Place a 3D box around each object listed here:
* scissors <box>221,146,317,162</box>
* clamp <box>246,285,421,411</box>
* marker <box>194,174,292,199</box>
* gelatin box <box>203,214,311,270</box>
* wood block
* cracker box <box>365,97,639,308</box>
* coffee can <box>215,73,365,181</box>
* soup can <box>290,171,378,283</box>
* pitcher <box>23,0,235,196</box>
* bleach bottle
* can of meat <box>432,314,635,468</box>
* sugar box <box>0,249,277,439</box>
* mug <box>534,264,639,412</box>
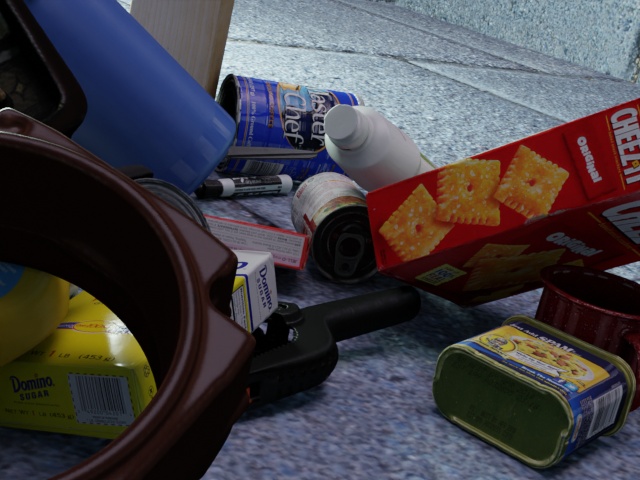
[{"bbox_3d":[-0.110,-0.074,1.019,0.202,0.016,0.096,11,43,4],"label":"scissors"},{"bbox_3d":[-0.018,0.059,0.700,0.164,0.036,0.210,5,18,6],"label":"clamp"},{"bbox_3d":[-0.076,-0.053,1.040,0.020,0.020,0.120,27,23,38],"label":"marker"},{"bbox_3d":[-0.055,0.001,0.837,0.089,0.030,0.073,11,-2,-6],"label":"gelatin box"},{"bbox_3d":[-0.148,-0.183,1.079,0.091,0.206,0.090,13,18,0],"label":"wood block"},{"bbox_3d":[0.166,-0.016,0.779,0.214,0.072,0.164,-17,-21,27],"label":"cracker box"},{"bbox_3d":[-0.035,-0.114,1.119,0.140,0.103,0.103,6,19,-20],"label":"coffee can"},{"bbox_3d":[0.015,-0.013,0.904,0.068,0.068,0.102,8,18,-15],"label":"soup can"},{"bbox_3d":[-0.196,-0.138,0.917,0.242,0.145,0.149,42,24,-18],"label":"pitcher"},{"bbox_3d":[0.065,-0.053,0.887,0.103,0.068,0.250,41,4,33],"label":"bleach bottle"},{"bbox_3d":[0.133,0.094,0.677,0.102,0.057,0.083,25,24,35],"label":"can of meat"},{"bbox_3d":[-0.100,0.050,0.608,0.093,0.048,0.176,2,22,20],"label":"sugar box"},{"bbox_3d":[0.191,0.076,0.731,0.093,0.081,0.117,6,19,-21],"label":"mug"}]
